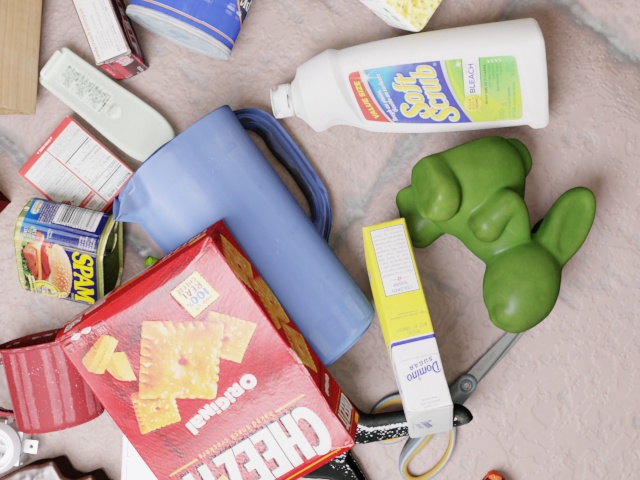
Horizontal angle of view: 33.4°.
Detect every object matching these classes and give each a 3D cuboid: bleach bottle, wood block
[{"bbox_3d":[0.080,-0.139,0.992,0.251,0.068,0.102,-8,122,5],"label":"bleach bottle"},{"bbox_3d":[-0.315,-0.222,0.970,0.091,0.090,0.206,3,90,22],"label":"wood block"}]

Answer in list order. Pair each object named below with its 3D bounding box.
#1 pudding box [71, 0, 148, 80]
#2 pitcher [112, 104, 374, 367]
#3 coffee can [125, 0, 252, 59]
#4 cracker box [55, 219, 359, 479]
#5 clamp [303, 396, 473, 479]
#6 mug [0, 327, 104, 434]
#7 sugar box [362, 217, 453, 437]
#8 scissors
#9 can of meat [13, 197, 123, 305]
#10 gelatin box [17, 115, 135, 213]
[{"bbox_3d":[-0.200,-0.210,0.981,0.039,0.090,0.113,-23,90,0],"label":"pudding box"},{"bbox_3d":[-0.056,0.001,0.972,0.149,0.145,0.243,-38,94,12],"label":"pitcher"},{"bbox_3d":[-0.104,-0.251,0.976,0.103,0.103,0.140,23,89,0],"label":"coffee can"},{"bbox_3d":[-0.093,0.117,0.897,0.164,0.072,0.213,-32,99,12],"label":"cracker box"},{"bbox_3d":[0.020,0.202,1.003,0.210,0.036,0.164,17,100,7],"label":"clamp"},{"bbox_3d":[-0.257,0.130,0.983,0.117,0.093,0.081,-10,95,2],"label":"mug"},{"bbox_3d":[0.077,0.079,0.952,0.048,0.093,0.176,-11,66,2],"label":"sugar box"},{"bbox_3d":[0.118,0.135,1.019,0.096,0.016,0.202,28,90,1],"label":"scissors"},{"bbox_3d":[-0.230,0.012,0.978,0.084,0.102,0.057,13,47,2],"label":"can of meat"},{"bbox_3d":[-0.228,-0.062,1.011,0.089,0.030,0.073,40,88,-1],"label":"gelatin box"}]
